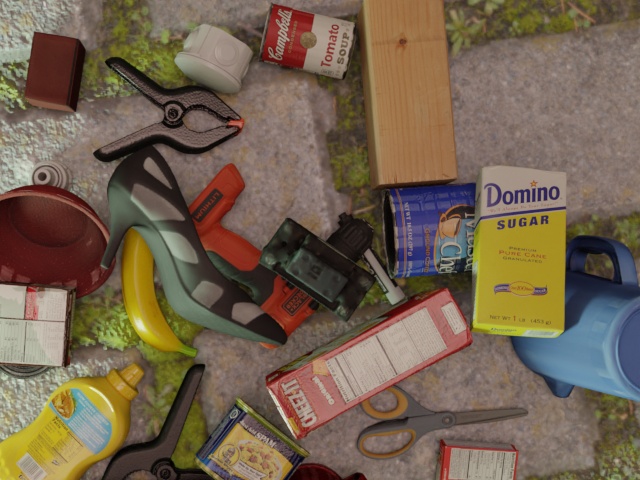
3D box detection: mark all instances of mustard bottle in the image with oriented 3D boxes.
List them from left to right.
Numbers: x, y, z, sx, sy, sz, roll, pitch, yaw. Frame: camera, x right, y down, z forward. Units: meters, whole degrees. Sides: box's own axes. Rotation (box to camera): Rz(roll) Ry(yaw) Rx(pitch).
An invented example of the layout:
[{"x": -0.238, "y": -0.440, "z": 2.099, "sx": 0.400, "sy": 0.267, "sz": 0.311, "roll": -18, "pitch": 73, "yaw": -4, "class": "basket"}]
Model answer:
[{"x": -0.270, "y": 0.209, "z": 1.188, "sx": 0.096, "sy": 0.058, "sz": 0.191, "roll": 44, "pitch": 86, "yaw": 10, "class": "mustard bottle"}]

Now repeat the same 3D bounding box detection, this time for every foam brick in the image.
[{"x": -0.299, "y": -0.189, "z": 1.204, "sx": 0.051, "sy": 0.053, "sz": 0.078, "roll": 8, "pitch": 86, "yaw": -4, "class": "foam brick"}]

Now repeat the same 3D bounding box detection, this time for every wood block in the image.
[{"x": 0.097, "y": -0.165, "z": 1.209, "sx": 0.091, "sy": 0.090, "sz": 0.206, "roll": -4, "pitch": 89, "yaw": -3, "class": "wood block"}]

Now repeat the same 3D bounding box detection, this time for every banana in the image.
[{"x": -0.193, "y": 0.043, "z": 1.213, "sx": 0.069, "sy": 0.037, "sz": 0.198, "roll": -11, "pitch": 90, "yaw": -22, "class": "banana"}]

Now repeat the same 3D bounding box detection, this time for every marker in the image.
[{"x": 0.058, "y": 0.019, "z": 1.235, "sx": 0.020, "sy": 0.020, "sz": 0.121, "roll": -33, "pitch": 90, "yaw": -4, "class": "marker"}]

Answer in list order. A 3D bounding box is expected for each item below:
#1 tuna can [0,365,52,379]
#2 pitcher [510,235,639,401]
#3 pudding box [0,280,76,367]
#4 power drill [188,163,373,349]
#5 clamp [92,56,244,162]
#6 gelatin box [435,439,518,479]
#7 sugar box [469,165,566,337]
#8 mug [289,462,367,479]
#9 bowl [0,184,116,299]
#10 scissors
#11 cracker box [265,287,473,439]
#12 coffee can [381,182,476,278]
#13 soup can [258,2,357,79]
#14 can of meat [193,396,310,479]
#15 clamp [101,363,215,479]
[{"x": -0.330, "y": 0.112, "z": 1.200, "sx": 0.086, "sy": 0.034, "sz": 0.086, "roll": 0, "pitch": 88, "yaw": -4, "class": "tuna can"}, {"x": 0.304, "y": 0.090, "z": 1.136, "sx": 0.145, "sy": 0.243, "sz": 0.149, "roll": -38, "pitch": 97, "yaw": -7, "class": "pitcher"}, {"x": -0.328, "y": 0.091, "z": 1.164, "sx": 0.113, "sy": 0.039, "sz": 0.090, "roll": 4, "pitch": 89, "yaw": -1, "class": "pudding box"}, {"x": -0.058, "y": 0.001, "z": 1.204, "sx": 0.187, "sy": 0.057, "sz": 0.184, "roll": 43, "pitch": 91, "yaw": -1, "class": "power drill"}, {"x": -0.176, "y": -0.132, "z": 1.216, "sx": 0.171, "sy": 0.039, "sz": 0.120, "roll": 15, "pitch": 89, "yaw": -3, "class": "clamp"}, {"x": 0.179, "y": 0.269, "z": 1.224, "sx": 0.089, "sy": 0.030, "sz": 0.073, "roll": 4, "pitch": 97, "yaw": -7, "class": "gelatin box"}, {"x": 0.208, "y": 0.011, "z": 1.117, "sx": 0.093, "sy": 0.048, "sz": 0.176, "roll": 5, "pitch": 74, "yaw": 0, "class": "sugar box"}, {"x": 0.001, "y": 0.296, "z": 1.191, "sx": 0.117, "sy": 0.081, "sz": 0.093, "roll": -28, "pitch": 90, "yaw": -4, "class": "mug"}, {"x": -0.302, "y": -0.007, "z": 1.172, "sx": 0.162, "sy": 0.055, "sz": 0.162, "roll": 0, "pitch": 131, "yaw": -1, "class": "bowl"}, {"x": 0.132, "y": 0.192, "z": 1.236, "sx": 0.201, "sy": 0.016, "sz": 0.096, "roll": -20, "pitch": 89, "yaw": -4, "class": "scissors"}, {"x": 0.049, "y": 0.131, "z": 1.159, "sx": 0.213, "sy": 0.164, "sz": 0.072, "roll": -29, "pitch": 88, "yaw": -4, "class": "cracker box"}, {"x": 0.145, "y": -0.013, "z": 1.200, "sx": 0.140, "sy": 0.103, "sz": 0.103, "roll": -4, "pitch": 88, "yaw": -4, "class": "coffee can"}, {"x": -0.015, "y": -0.226, "z": 1.215, "sx": 0.102, "sy": 0.068, "sz": 0.068, "roll": 12, "pitch": 87, "yaw": -4, "class": "soup can"}, {"x": -0.076, "y": 0.236, "z": 1.173, "sx": 0.102, "sy": 0.057, "sz": 0.084, "roll": 39, "pitch": 82, "yaw": -6, "class": "can of meat"}, {"x": -0.165, "y": 0.265, "z": 1.205, "sx": 0.210, "sy": 0.036, "sz": 0.164, "roll": -40, "pitch": 92, "yaw": -6, "class": "clamp"}]
